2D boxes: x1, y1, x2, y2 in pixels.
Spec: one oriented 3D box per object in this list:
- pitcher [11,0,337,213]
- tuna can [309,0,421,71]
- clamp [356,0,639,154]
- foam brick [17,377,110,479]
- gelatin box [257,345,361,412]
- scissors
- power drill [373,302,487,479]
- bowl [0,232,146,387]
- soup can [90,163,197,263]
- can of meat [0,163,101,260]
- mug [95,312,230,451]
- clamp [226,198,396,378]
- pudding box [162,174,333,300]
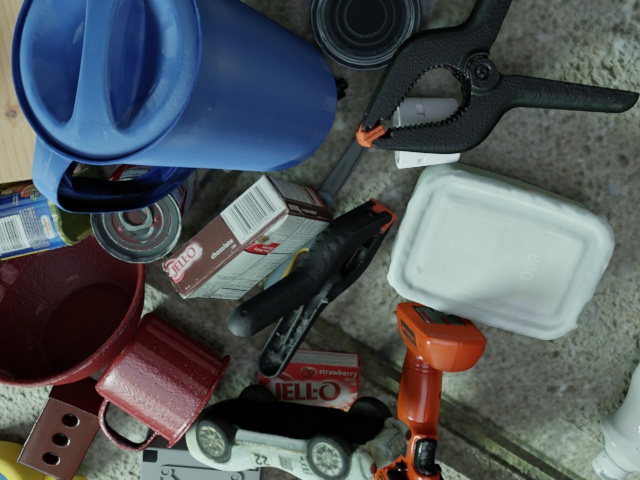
[{"bbox_3d":[-0.087,-0.100,0.723,0.149,0.242,0.145,-13,84,23],"label":"pitcher"},{"bbox_3d":[0.034,-0.173,0.810,0.086,0.033,0.086,0,112,1],"label":"tuna can"},{"bbox_3d":[0.126,-0.119,0.794,0.210,0.036,0.164,-37,97,-2],"label":"clamp"},{"bbox_3d":[-0.225,0.163,0.944,0.053,0.051,0.078,25,110,-10],"label":"foam brick"},{"bbox_3d":[-0.012,0.134,0.940,0.089,0.030,0.073,5,112,-1],"label":"gelatin box"},{"bbox_3d":[-0.021,-0.031,0.880,0.096,0.016,0.202,16,112,-5],"label":"scissors"},{"bbox_3d":[0.088,0.156,0.875,0.057,0.184,0.188,6,104,-14],"label":"power drill"},{"bbox_3d":[-0.202,0.057,0.865,0.162,0.162,0.055,-21,141,9],"label":"bowl"},{"bbox_3d":[-0.135,-0.034,0.834,0.068,0.102,0.068,1,113,1],"label":"soup can"},{"bbox_3d":[-0.222,-0.022,0.835,0.084,0.102,0.057,-11,103,13],"label":"can of meat"},{"bbox_3d":[-0.142,0.124,0.905,0.081,0.093,0.117,35,96,-8],"label":"mug"},{"bbox_3d":[-0.004,0.040,0.867,0.171,0.120,0.039,-41,70,-19],"label":"clamp"},{"bbox_3d":[-0.056,0.001,0.835,0.114,0.090,0.039,-38,73,17],"label":"pudding box"}]
